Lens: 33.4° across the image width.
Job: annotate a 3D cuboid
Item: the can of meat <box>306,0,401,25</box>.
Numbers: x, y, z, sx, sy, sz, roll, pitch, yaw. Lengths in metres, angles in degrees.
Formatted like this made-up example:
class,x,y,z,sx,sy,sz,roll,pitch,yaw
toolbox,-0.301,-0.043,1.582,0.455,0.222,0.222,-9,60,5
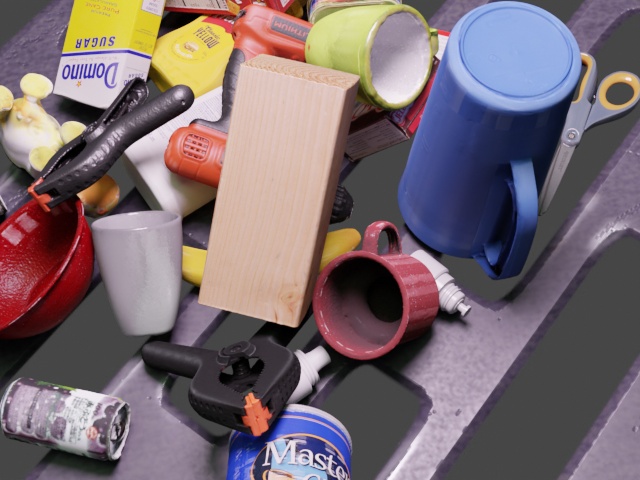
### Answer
class,x,y,z,sx,sy,sz,roll,pitch,yaw
can of meat,0.037,-0.230,1.110,0.102,0.057,0.084,-4,23,2

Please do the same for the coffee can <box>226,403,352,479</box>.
class,x,y,z,sx,sy,sz,roll,pitch,yaw
coffee can,-0.026,0.213,0.831,0.103,0.103,0.140,-3,38,3

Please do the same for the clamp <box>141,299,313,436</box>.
class,x,y,z,sx,sy,sz,roll,pitch,yaw
clamp,-0.059,0.101,0.903,0.164,0.036,0.210,-22,19,-12

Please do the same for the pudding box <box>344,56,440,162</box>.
class,x,y,z,sx,sy,sz,roll,pitch,yaw
pudding box,0.068,-0.129,1.043,0.039,0.114,0.090,42,65,-14

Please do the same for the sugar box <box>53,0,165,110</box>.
class,x,y,z,sx,sy,sz,roll,pitch,yaw
sugar box,-0.212,-0.223,1.097,0.093,0.048,0.176,18,94,32

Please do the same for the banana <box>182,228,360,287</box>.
class,x,y,z,sx,sy,sz,roll,pitch,yaw
banana,-0.061,0.018,1.009,0.198,0.037,0.069,0,62,5

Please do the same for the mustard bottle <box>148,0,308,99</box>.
class,x,y,z,sx,sy,sz,roll,pitch,yaw
mustard bottle,-0.089,-0.216,1.134,0.191,0.058,0.096,-36,57,-16

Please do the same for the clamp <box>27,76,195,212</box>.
class,x,y,z,sx,sy,sz,roll,pitch,yaw
clamp,-0.202,-0.096,0.995,0.171,0.039,0.120,-38,23,-10

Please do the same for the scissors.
class,x,y,z,sx,sy,sz,roll,pitch,yaw
scissors,0.270,-0.105,1.063,0.096,0.016,0.201,6,61,8

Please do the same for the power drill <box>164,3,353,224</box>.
class,x,y,z,sx,sy,sz,roll,pitch,yaw
power drill,-0.039,-0.119,1.018,0.184,0.057,0.187,19,69,-12

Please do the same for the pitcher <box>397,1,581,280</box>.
class,x,y,z,sx,sy,sz,roll,pitch,yaw
pitcher,0.150,-0.084,0.932,0.149,0.243,0.145,30,65,12

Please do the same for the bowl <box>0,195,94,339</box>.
class,x,y,z,sx,sy,sz,roll,pitch,yaw
bowl,-0.261,0.033,0.985,0.162,0.055,0.162,-26,40,24

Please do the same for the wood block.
class,x,y,z,sx,sy,sz,roll,pitch,yaw
wood block,-0.034,-0.044,0.908,0.091,0.206,0.090,13,17,6

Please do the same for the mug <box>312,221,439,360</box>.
class,x,y,z,sx,sy,sz,roll,pitch,yaw
mug,0.053,0.041,0.937,0.093,0.081,0.117,1,93,30

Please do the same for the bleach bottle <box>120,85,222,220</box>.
class,x,y,z,sx,sy,sz,roll,pitch,yaw
bleach bottle,-0.071,-0.115,1.074,0.250,0.068,0.103,-31,69,-16
